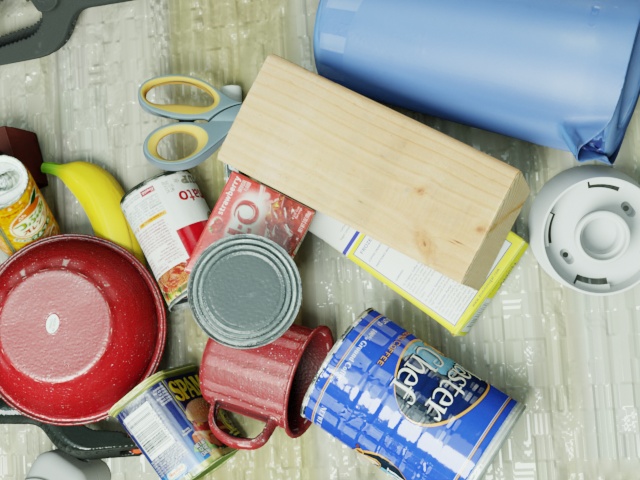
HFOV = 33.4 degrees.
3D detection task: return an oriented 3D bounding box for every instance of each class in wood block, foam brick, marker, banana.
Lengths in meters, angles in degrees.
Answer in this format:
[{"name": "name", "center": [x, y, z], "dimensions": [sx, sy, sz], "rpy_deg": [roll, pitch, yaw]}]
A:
[{"name": "wood block", "center": [0.041, -0.050, 0.798], "dimensions": [0.206, 0.090, 0.090], "rpy_deg": [27, 91, 17]}, {"name": "foam brick", "center": [-0.294, -0.063, 0.955], "dimensions": [0.078, 0.051, 0.053], "rpy_deg": [-19, 82, 13]}, {"name": "marker", "center": [-0.073, -0.072, 0.912], "dimensions": [0.020, 0.020, 0.121], "rpy_deg": [-5, 85, 15]}, {"name": "banana", "center": [-0.185, 0.009, 0.932], "dimensions": [0.070, 0.037, 0.198], "rpy_deg": [-27, 77, 34]}]

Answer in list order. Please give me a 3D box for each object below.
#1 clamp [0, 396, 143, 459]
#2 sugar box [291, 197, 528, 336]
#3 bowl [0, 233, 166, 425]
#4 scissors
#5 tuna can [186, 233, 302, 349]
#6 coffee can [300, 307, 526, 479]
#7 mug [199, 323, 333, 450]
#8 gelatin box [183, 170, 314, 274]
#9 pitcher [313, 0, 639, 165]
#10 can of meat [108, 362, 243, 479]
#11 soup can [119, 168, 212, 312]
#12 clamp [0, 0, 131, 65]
[{"name": "clamp", "center": [-0.226, 0.141, 0.911], "dimensions": [0.171, 0.039, 0.120], "rpy_deg": [33, 66, 15]}, {"name": "sugar box", "center": [0.068, -0.010, 0.858], "dimensions": [0.176, 0.048, 0.093], "rpy_deg": [37, 96, 18]}, {"name": "bowl", "center": [-0.209, 0.071, 0.869], "dimensions": [0.162, 0.055, 0.162], "rpy_deg": [0, 83, 1]}, {"name": "scissors", "center": [-0.059, -0.089, 0.883], "dimensions": [0.202, 0.016, 0.096], "rpy_deg": [14, 68, 6]}, {"name": "tuna can", "center": [-0.056, 0.038, 0.805], "dimensions": [0.086, 0.034, 0.086], "rpy_deg": [0, 88, 1]}, {"name": "coffee can", "center": [0.071, 0.131, 0.818], "dimensions": [0.140, 0.102, 0.103], "rpy_deg": [33, 95, 15]}, {"name": "mug", "center": [-0.049, 0.113, 0.854], "dimensions": [0.082, 0.093, 0.117], "rpy_deg": [14, 61, 20]}, {"name": "gelatin box", "center": [-0.056, 0.001, 0.840], "dimensions": [0.073, 0.030, 0.089], "rpy_deg": [26, 86, 1]}, {"name": "pitcher", "center": [0.127, -0.155, 0.817], "dimensions": [0.243, 0.149, 0.145], "rpy_deg": [15, 105, 19]}, {"name": "can of meat", "center": [-0.113, 0.152, 0.868], "dimensions": [0.057, 0.102, 0.084], "rpy_deg": [-39, 80, 10]}, {"name": "soup can", "center": [-0.118, 0.000, 0.895], "dimensions": [0.068, 0.068, 0.102], "rpy_deg": [-30, 79, 11]}, {"name": "clamp", "center": [-0.243, -0.229, 0.923], "dimensions": [0.210, 0.164, 0.036], "rpy_deg": [-30, 35, 18]}]
